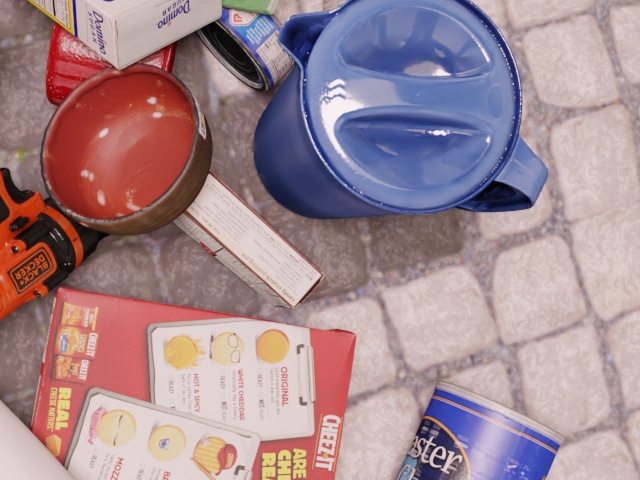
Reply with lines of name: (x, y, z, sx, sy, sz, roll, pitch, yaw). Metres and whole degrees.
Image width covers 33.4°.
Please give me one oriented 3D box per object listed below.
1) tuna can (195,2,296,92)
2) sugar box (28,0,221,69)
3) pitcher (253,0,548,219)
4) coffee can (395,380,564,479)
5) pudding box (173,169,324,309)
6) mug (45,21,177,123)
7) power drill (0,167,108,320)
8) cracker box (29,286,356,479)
tuna can: (-0.057, -0.149, 0.778, 0.086, 0.086, 0.033, 45, 80, -7)
sugar box: (-0.158, -0.190, 0.718, 0.176, 0.048, 0.093, 35, 52, 26)
pitcher: (0.036, -0.070, 0.714, 0.145, 0.243, 0.149, -18, 91, -13)
coffee can: (0.105, 0.188, 0.789, 0.102, 0.103, 0.140, 27, 82, -10)
pudding box: (-0.055, 0.001, 0.769, 0.113, 0.090, 0.039, 40, 80, -7)
mug: (-0.145, -0.138, 0.763, 0.081, 0.093, 0.117, 11, 56, -8)
power drill: (-0.214, -0.051, 0.697, 0.184, 0.057, 0.187, -46, 123, -45)
cracker box: (-0.095, 0.129, 0.763, 0.213, 0.072, 0.164, 10, 87, -13)
